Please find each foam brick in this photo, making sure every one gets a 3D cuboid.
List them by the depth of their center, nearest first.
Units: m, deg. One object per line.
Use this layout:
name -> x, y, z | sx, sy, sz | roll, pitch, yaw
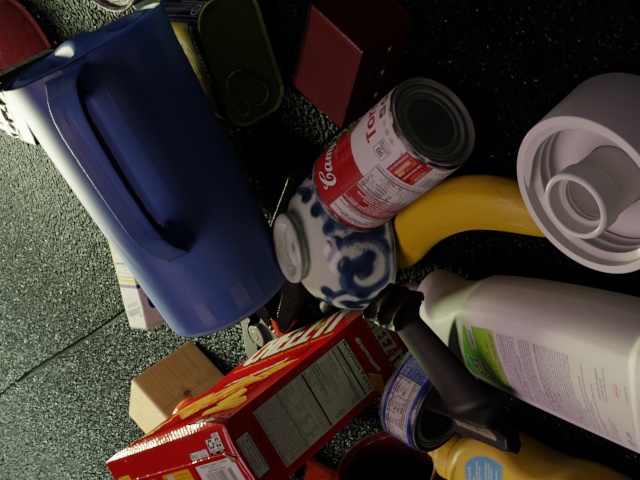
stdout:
foam brick -> 0.022, -0.126, 0.717 | 0.051, 0.052, 0.078 | 44, 149, 19

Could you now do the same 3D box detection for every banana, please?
banana -> 0.098, -0.012, 0.732 | 0.198, 0.037, 0.069 | -4, 114, 56

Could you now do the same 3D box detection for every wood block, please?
wood block -> -0.118, 0.228, 1.218 | 0.206, 0.090, 0.090 | 44, 147, 20

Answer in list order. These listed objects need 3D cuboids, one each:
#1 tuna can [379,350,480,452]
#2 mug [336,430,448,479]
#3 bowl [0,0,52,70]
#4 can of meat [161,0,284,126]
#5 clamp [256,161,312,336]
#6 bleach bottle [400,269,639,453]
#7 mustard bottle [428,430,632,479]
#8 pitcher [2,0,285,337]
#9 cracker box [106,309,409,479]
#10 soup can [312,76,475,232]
tuna can -> 0.086, 0.120, 0.828 | 0.034, 0.086, 0.086 | 28, 140, 36
mug -> 0.081, 0.230, 0.954 | 0.117, 0.093, 0.081 | -6, 126, 17
bowl -> -0.347, -0.191, 1.179 | 0.162, 0.055, 0.162 | 35, 143, 31
can of meat -> -0.084, -0.146, 0.846 | 0.084, 0.057, 0.102 | 17, 132, 50
clamp -> -0.056, 0.001, 0.921 | 0.120, 0.039, 0.171 | 18, 124, 32
bleach bottle -> 0.141, 0.064, 0.719 | 0.251, 0.068, 0.102 | 18, 136, 49
mustard bottle -> 0.156, 0.191, 0.822 | 0.192, 0.058, 0.096 | 18, 134, 47
pitcher -> -0.125, -0.045, 0.811 | 0.145, 0.149, 0.243 | -2, 123, 51
cracker box -> -0.046, 0.138, 0.876 | 0.164, 0.213, 0.072 | -26, 96, 44
soup can -> 0.048, -0.056, 0.718 | 0.068, 0.068, 0.102 | 55, 141, 2
